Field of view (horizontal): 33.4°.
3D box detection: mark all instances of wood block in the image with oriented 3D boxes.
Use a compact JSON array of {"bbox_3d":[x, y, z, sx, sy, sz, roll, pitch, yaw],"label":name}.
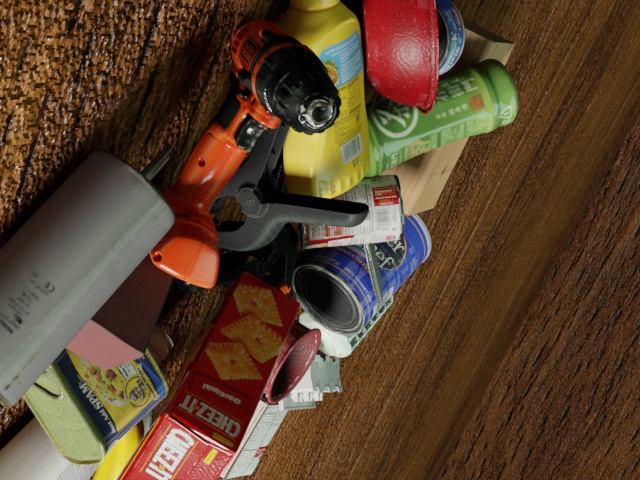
[{"bbox_3d":[0.118,-0.141,1.171,0.090,0.090,0.206,-17,135,-64],"label":"wood block"}]

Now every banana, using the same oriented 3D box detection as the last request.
[{"bbox_3d":[-0.199,0.222,1.005,0.198,0.037,0.069,-65,175,24],"label":"banana"}]

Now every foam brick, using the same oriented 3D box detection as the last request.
[{"bbox_3d":[-0.150,0.047,0.781,0.053,0.051,0.078,-22,-141,41],"label":"foam brick"}]

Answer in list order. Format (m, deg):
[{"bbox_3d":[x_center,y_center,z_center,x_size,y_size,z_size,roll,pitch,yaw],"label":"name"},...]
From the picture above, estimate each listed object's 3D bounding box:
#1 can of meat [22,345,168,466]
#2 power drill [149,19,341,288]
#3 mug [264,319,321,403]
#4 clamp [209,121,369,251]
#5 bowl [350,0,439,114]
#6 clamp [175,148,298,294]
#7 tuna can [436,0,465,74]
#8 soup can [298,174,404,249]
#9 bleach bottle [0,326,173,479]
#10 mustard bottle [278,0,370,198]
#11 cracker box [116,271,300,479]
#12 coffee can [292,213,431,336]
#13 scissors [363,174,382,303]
[{"bbox_3d":[-0.175,0.106,0.816,0.058,0.102,0.083,-16,-161,42],"label":"can of meat"},{"bbox_3d":[-0.059,-0.061,0.775,0.188,0.057,0.184,-57,-155,13],"label":"power drill"},{"bbox_3d":[-0.056,0.116,1.143,0.093,0.081,0.117,-56,161,-6],"label":"mug"},{"bbox_3d":[-0.041,-0.032,0.882,0.172,0.120,0.039,-39,174,39],"label":"clamp"},{"bbox_3d":[0.060,-0.188,0.934,0.162,0.055,0.162,172,-90,-85],"label":"bowl"},{"bbox_3d":[-0.057,0.001,1.036,0.164,0.036,0.210,-56,160,-7],"label":"clamp"},{"bbox_3d":[0.094,-0.198,1.030,0.033,0.086,0.086,-28,145,-52],"label":"tuna can"},{"bbox_3d":[0.029,-0.029,1.067,0.068,0.102,0.068,174,-90,-87],"label":"soup can"},{"bbox_3d":[-0.210,0.171,0.881,0.250,0.068,0.103,-50,164,-32],"label":"bleach bottle"},{"bbox_3d":[0.001,-0.136,0.887,0.096,0.058,0.192,-38,132,-45],"label":"mustard bottle"},{"bbox_3d":[-0.105,0.149,0.932,0.164,0.072,0.213,-57,-176,32],"label":"cracker box"},{"bbox_3d":[0.048,0.027,1.232,0.140,0.103,0.103,-45,157,-34],"label":"coffee can"},{"bbox_3d":[0.055,-0.037,1.148,0.096,0.016,0.201,-52,133,-37],"label":"scissors"}]
